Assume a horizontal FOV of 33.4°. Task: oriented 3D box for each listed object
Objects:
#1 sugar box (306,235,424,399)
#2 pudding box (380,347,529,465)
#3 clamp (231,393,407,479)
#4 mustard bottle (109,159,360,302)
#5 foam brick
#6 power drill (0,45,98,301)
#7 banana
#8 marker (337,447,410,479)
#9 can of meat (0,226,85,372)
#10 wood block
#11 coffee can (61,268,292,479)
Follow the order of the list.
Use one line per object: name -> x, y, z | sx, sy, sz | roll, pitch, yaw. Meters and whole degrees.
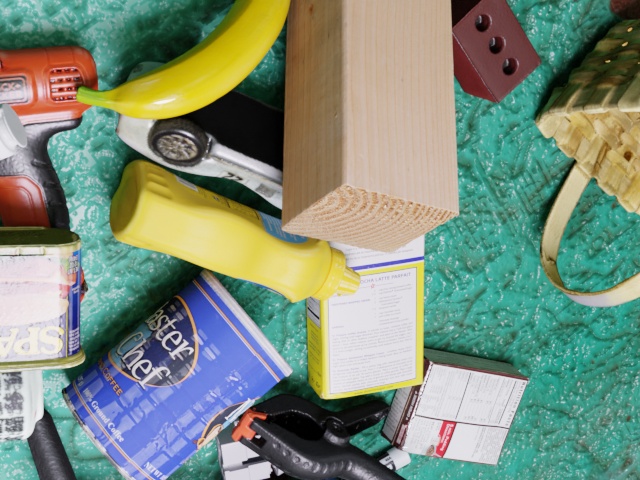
sugar box -> 0.036, 0.037, 0.873 | 0.093, 0.048, 0.176 | -7, 107, -19
pudding box -> 0.120, 0.148, 0.951 | 0.113, 0.039, 0.090 | 13, 101, -29
clamp -> 0.007, 0.158, 0.867 | 0.171, 0.120, 0.039 | 25, 110, -23
mustard bottle -> -0.055, 0.001, 0.782 | 0.191, 0.096, 0.058 | 21, 96, -22
foam brick -> 0.126, -0.157, 0.842 | 0.053, 0.051, 0.078 | -43, 118, -6
power drill -> -0.236, -0.036, 0.722 | 0.184, 0.057, 0.188 | -8, 111, -17
banana -> -0.072, -0.137, 0.728 | 0.069, 0.037, 0.197 | 44, 63, 6
marker -> 0.024, 0.216, 0.942 | 0.121, 0.020, 0.020 | -27, 116, -14
can of meat -> -0.206, 0.037, 0.696 | 0.102, 0.057, 0.084 | -1, 105, -20
wood block -> 0.032, -0.107, 0.739 | 0.090, 0.090, 0.206 | 11, 67, -26
coffee can -> -0.106, 0.104, 0.800 | 0.140, 0.103, 0.102 | -40, 118, -6
